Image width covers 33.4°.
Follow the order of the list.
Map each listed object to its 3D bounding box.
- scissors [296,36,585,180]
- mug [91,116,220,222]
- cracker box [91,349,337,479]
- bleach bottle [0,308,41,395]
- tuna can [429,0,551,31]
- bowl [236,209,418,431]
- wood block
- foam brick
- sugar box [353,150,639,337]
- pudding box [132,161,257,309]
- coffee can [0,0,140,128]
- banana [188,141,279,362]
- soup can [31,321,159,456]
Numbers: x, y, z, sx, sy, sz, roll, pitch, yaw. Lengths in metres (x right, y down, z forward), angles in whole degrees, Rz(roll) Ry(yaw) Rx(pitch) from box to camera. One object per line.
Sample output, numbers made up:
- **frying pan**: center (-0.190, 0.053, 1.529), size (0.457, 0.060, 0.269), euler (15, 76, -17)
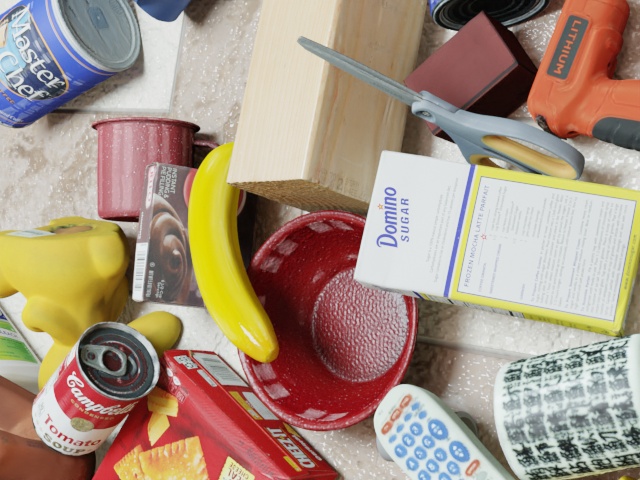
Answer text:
- **scissors**: center (0.078, -0.079, 0.719), size (0.202, 0.096, 0.016), euler (22, 74, 8)
- **mug**: center (-0.137, -0.058, 0.913), size (0.117, 0.093, 0.081), euler (0, 87, -1)
- **cracker box**: center (-0.107, 0.218, 0.848), size (0.164, 0.072, 0.214), euler (39, 106, 34)
- **bleach bottle**: center (-0.356, 0.070, 1.029), size (0.068, 0.102, 0.251), euler (-51, 59, 13)
- **tuna can**: center (0.117, -0.176, 0.743), size (0.086, 0.086, 0.034), euler (-14, 76, 33)
- **bowl**: center (0.015, 0.060, 0.796), size (0.162, 0.055, 0.162), euler (-6, 79, 35)
- **wood block**: center (0.010, -0.130, 0.788), size (0.091, 0.090, 0.206), euler (0, 76, 49)
- **foam brick**: center (0.109, -0.112, 0.759), size (0.078, 0.052, 0.051), euler (-40, 62, 23)
- **sugar box**: center (0.118, 0.001, 0.703), size (0.176, 0.048, 0.093), euler (11, 82, 19)
- **pudding box**: center (-0.102, -0.002, 0.866), size (0.039, 0.089, 0.113), euler (2, 84, 64)
- **coffee can**: center (-0.253, -0.178, 0.996), size (0.141, 0.102, 0.103), euler (-23, 70, 31)
- **banana**: center (-0.069, 0.004, 0.809), size (0.070, 0.037, 0.198), euler (-24, 61, 36)
- **soup can**: center (-0.179, 0.119, 0.843), size (0.102, 0.068, 0.068), euler (-47, 58, 40)
